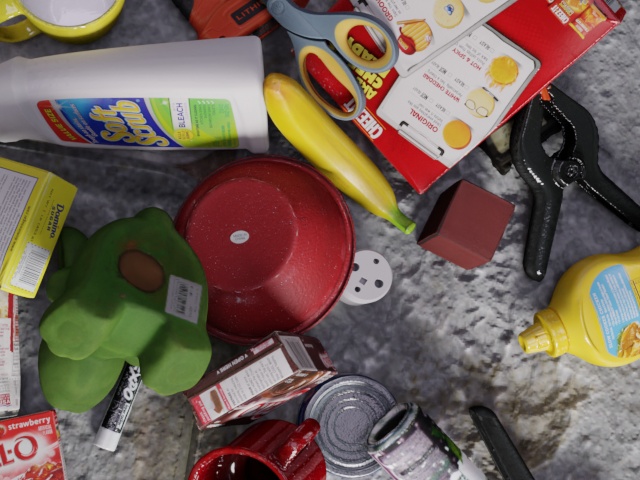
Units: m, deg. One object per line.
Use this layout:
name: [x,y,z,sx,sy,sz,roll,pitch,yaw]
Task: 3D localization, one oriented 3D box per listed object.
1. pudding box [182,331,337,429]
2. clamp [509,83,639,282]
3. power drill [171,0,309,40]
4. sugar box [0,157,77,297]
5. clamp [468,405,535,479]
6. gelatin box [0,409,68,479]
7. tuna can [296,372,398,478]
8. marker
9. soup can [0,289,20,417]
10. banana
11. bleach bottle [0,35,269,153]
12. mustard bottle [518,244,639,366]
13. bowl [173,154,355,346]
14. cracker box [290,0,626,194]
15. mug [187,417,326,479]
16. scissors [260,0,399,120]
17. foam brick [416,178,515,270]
pudding box: [-0.045,0.109,0.829,0.090,0.113,0.039,-32,73,9]
clamp: [0.218,-0.059,0.916,0.120,0.039,0.171,-17,106,-17]
power drill: [-0.091,-0.259,0.901,0.184,0.057,0.187,-37,87,-6]
sugar box: [-0.281,-0.025,0.819,0.176,0.048,0.093,17,81,26]
clamp: [0.184,0.242,0.895,0.210,0.036,0.164,19,83,-1]
gelatin box: [-0.249,0.179,0.847,0.089,0.030,0.073,-10,86,-9]
tuna can: [0.024,0.153,0.884,0.086,0.034,0.086,1,84,-8]
marker: [-0.154,0.112,0.872,0.020,0.020,0.121,22,82,-5]
soup can: [-0.271,0.087,0.835,0.068,0.068,0.102,-2,85,-8]
banana: [0.009,-0.077,0.866,0.197,0.070,0.037,42,79,-36]
bleach bottle: [-0.169,-0.110,0.863,0.251,0.102,0.068,-4,59,-2]
mustard bottle: [0.258,0.055,0.912,0.191,0.058,0.096,-20,99,-9]
bowl: [-0.056,0.001,0.851,0.162,0.055,0.162,-3,76,13]
cracker box: [0.108,-0.169,0.856,0.164,0.072,0.214,48,120,0]
mug: [-0.039,0.181,0.829,0.093,0.081,0.117,39,112,10]
scissors: [-0.013,-0.190,0.845,0.096,0.016,0.201,-28,100,27]
foam brick: [0.121,-0.012,0.892,0.051,0.078,0.053,27,81,-3]
